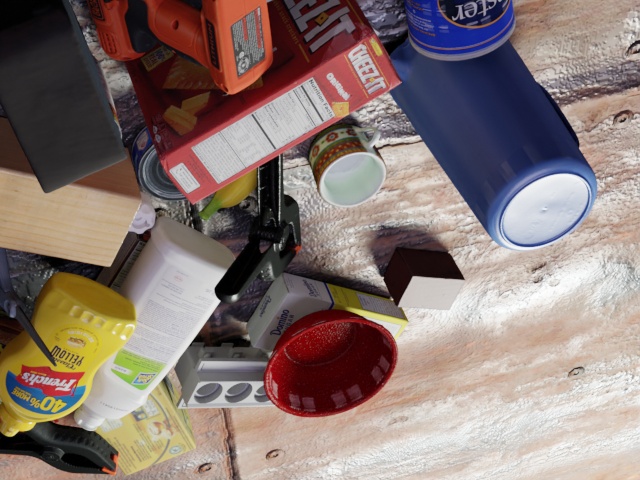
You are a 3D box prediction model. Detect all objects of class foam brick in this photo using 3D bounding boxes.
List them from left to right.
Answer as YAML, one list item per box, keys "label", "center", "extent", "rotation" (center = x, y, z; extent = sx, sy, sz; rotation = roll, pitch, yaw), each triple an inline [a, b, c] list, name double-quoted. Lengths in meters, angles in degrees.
- label: "foam brick"
  center: [0.124, 0.047, 1.280]
  extent: [0.078, 0.053, 0.051]
  rotation: [6, 127, -26]

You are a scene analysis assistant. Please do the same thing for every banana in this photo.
- label: "banana"
  center: [-0.058, -0.102, 1.068]
  extent: [0.037, 0.069, 0.198]
  rotation: [31, 117, 2]

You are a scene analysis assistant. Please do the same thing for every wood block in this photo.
- label: "wood block"
  center: [-0.285, -0.052, 1.001]
  extent: [0.205, 0.091, 0.090]
  rotation: [12, 125, -30]

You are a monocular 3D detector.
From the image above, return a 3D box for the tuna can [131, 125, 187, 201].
- label: "tuna can"
  center: [-0.145, -0.082, 1.070]
  extent: [0.086, 0.034, 0.086]
  rotation: [-11, 133, -12]

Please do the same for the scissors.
- label: "scissors"
  center: [-0.297, 0.043, 1.025]
  extent: [0.016, 0.202, 0.096]
  rotation: [-10, 111, -37]

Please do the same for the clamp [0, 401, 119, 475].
- label: "clamp"
  center: [-0.305, 0.223, 1.205]
  extent: [0.171, 0.039, 0.120]
  rotation: [16, 145, -18]

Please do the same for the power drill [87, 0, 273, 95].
- label: "power drill"
  center: [-0.128, -0.209, 0.867]
  extent: [0.057, 0.188, 0.184]
  rotation: [-42, 144, -29]

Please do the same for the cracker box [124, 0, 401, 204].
- label: "cracker box"
  center: [-0.058, -0.153, 0.950]
  extent: [0.214, 0.164, 0.072]
  rotation: [-30, 136, 6]

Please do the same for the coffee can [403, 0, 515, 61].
- label: "coffee can"
  center: [0.121, -0.251, 0.976]
  extent: [0.103, 0.103, 0.140]
  rotation: [-21, 134, -4]

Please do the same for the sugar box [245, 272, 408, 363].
- label: "sugar box"
  center: [0.008, 0.100, 1.287]
  extent: [0.176, 0.048, 0.093]
  rotation: [18, 121, -29]

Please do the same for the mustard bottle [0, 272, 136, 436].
- label: "mustard bottle"
  center: [-0.271, 0.125, 1.072]
  extent: [0.096, 0.058, 0.192]
  rotation: [27, 113, -27]

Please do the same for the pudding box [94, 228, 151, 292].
- label: "pudding box"
  center: [-0.187, 0.040, 1.159]
  extent: [0.089, 0.039, 0.114]
  rotation: [20, 117, -32]

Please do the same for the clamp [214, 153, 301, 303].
- label: "clamp"
  center: [-0.057, 0.001, 1.101]
  extent: [0.036, 0.164, 0.210]
  rotation: [16, 168, 12]

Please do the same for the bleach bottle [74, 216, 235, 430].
- label: "bleach bottle"
  center: [-0.193, 0.100, 1.125]
  extent: [0.102, 0.068, 0.251]
  rotation: [27, 111, -27]

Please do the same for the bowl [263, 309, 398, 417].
- label: "bowl"
  center: [0.006, 0.133, 1.244]
  extent: [0.162, 0.055, 0.162]
  rotation: [-10, 131, -12]

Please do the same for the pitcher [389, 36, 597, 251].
- label: "pitcher"
  center: [0.175, -0.105, 1.031]
  extent: [0.149, 0.243, 0.145]
  rotation: [-27, 136, 4]
